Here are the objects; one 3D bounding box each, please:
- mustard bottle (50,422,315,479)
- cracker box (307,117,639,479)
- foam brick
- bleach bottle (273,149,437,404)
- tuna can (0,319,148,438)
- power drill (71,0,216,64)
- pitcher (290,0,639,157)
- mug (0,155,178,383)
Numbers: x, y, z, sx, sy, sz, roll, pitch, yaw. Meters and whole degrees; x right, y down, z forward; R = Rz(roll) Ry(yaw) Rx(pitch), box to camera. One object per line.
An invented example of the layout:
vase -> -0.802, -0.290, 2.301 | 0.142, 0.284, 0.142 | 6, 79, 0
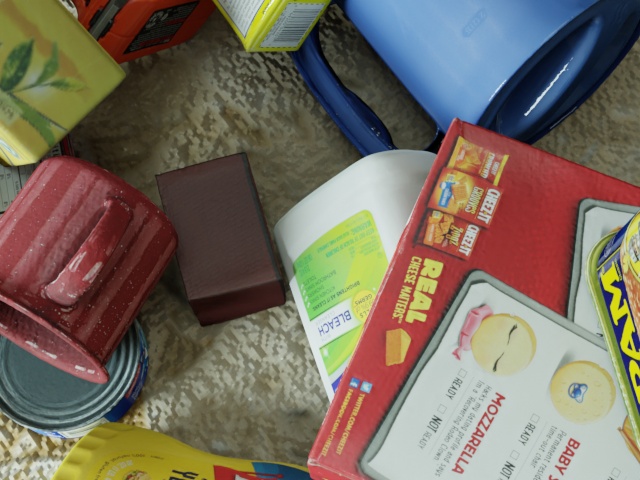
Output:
mustard bottle -> -0.037, 0.146, 0.510 | 0.192, 0.058, 0.096 | 10, 34, 14
cracker box -> 0.122, 0.065, 0.456 | 0.214, 0.072, 0.164 | 22, 75, 7
foam brick -> -0.054, 0.001, 0.588 | 0.051, 0.053, 0.078 | -16, 70, -4
bleach bottle -> 0.056, 0.087, 0.534 | 0.067, 0.103, 0.251 | -1, 66, -44
tuna can -> -0.137, 0.063, 0.578 | 0.086, 0.034, 0.086 | 0, 71, 1
power drill -> -0.144, -0.193, 0.624 | 0.187, 0.184, 0.057 | 45, 122, 3
pitcher -> 0.051, -0.161, 0.608 | 0.149, 0.145, 0.243 | -29, 68, -29
mug -> -0.119, 0.010, 0.519 | 0.093, 0.117, 0.081 | 35, 68, -12
